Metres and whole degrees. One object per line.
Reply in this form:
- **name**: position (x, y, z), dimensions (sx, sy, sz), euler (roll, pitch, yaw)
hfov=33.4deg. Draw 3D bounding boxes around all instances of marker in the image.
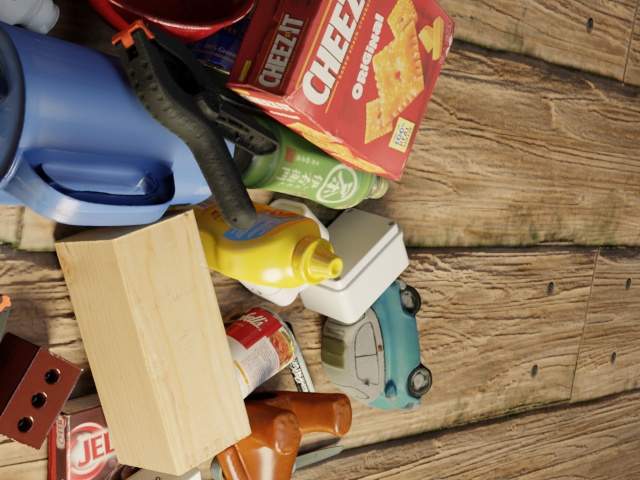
- **marker**: position (-0.025, 0.135, 1.154), dimensions (0.020, 0.020, 0.121), euler (-41, 129, -32)

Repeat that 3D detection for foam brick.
- **foam brick**: position (-0.246, 0.124, 0.881), dimensions (0.053, 0.051, 0.078), euler (40, 72, -46)

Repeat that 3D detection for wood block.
- **wood block**: position (-0.142, 0.085, 0.920), dimensions (0.090, 0.091, 0.206), euler (-24, 105, -43)

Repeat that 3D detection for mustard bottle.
- **mustard bottle**: position (-0.056, 0.002, 0.945), dimensions (0.096, 0.192, 0.058), euler (-22, 118, -42)

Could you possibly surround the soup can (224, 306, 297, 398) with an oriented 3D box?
- **soup can**: position (-0.082, 0.120, 1.050), dimensions (0.102, 0.069, 0.068), euler (-36, 127, -34)

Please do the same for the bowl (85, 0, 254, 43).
- **bowl**: position (-0.135, -0.208, 0.855), dimensions (0.161, 0.162, 0.055), euler (-24, 158, -41)

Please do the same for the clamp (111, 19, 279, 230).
- **clamp**: position (-0.090, -0.100, 0.822), dimensions (0.171, 0.039, 0.120), euler (57, 21, -18)

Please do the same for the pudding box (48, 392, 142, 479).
- **pudding box**: position (-0.192, 0.184, 0.969), dimensions (0.113, 0.039, 0.090), euler (-10, 109, -47)

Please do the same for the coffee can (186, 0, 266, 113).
- **coffee can**: position (-0.054, -0.198, 0.952), dimensions (0.102, 0.103, 0.140), euler (31, 79, -48)

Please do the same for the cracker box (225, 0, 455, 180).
- **cracker box**: position (0.028, -0.163, 0.928), dimensions (0.213, 0.072, 0.164), euler (27, 82, -58)

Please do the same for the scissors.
- **scissors**: position (-0.048, 0.267, 1.171), dimensions (0.201, 0.016, 0.096), euler (17, 87, -48)

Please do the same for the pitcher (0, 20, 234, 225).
- **pitcher**: position (-0.174, -0.079, 0.822), dimensions (0.242, 0.145, 0.149), euler (3, 84, -54)
